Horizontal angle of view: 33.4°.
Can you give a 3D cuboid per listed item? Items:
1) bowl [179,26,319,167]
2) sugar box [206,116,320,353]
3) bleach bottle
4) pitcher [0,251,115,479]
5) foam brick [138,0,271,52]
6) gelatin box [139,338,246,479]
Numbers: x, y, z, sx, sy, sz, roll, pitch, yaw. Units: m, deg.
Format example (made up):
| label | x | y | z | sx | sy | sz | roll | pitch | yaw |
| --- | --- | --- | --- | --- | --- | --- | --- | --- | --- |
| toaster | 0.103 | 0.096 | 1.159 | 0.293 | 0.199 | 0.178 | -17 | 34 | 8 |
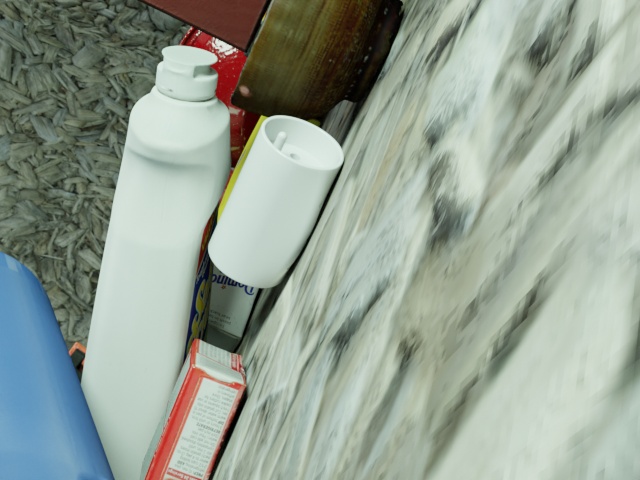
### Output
| label | x | y | z | sx | sy | sz | roll | pitch | yaw |
| --- | --- | --- | --- | --- | --- | --- | --- | --- | --- |
| bowl | -0.044 | -0.114 | 0.817 | 0.161 | 0.055 | 0.162 | -35 | -34 | -28 |
| sugar box | -0.055 | 0.001 | 0.729 | 0.093 | 0.048 | 0.176 | 123 | 170 | -58 |
| bleach bottle | -0.089 | 0.021 | 0.580 | 0.102 | 0.068 | 0.251 | -70 | -8 | -64 |
| pitcher | -0.177 | 0.104 | 0.506 | 0.145 | 0.149 | 0.243 | -67 | 29 | 18 |
| foam brick | -0.060 | -0.144 | 0.561 | 0.051 | 0.078 | 0.053 | -61 | 8 | 29 |
| gelatin box | -0.063 | 0.092 | 0.524 | 0.089 | 0.030 | 0.073 | -155 | 88 | -84 |
